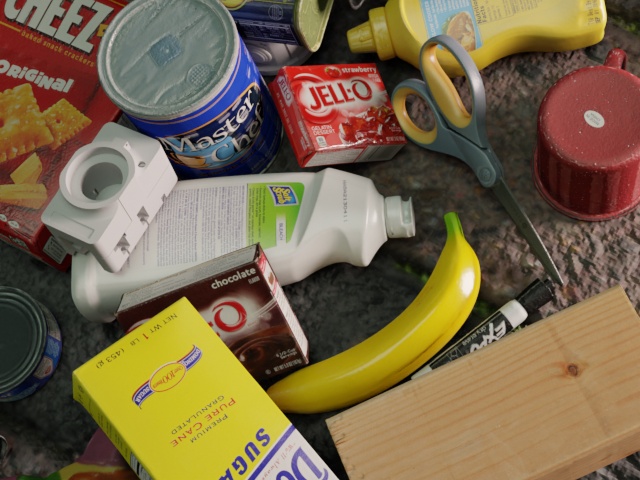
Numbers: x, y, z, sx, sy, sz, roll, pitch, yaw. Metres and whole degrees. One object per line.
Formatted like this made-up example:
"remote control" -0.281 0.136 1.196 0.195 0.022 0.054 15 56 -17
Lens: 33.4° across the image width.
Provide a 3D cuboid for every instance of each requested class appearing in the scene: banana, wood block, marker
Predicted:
"banana" 0.050 0.068 0.764 0.197 0.037 0.070 -43 46 -6
"wood block" 0.120 0.122 0.698 0.206 0.090 0.091 -25 66 3
"marker" 0.117 0.067 0.756 0.121 0.020 0.020 -38 67 -3

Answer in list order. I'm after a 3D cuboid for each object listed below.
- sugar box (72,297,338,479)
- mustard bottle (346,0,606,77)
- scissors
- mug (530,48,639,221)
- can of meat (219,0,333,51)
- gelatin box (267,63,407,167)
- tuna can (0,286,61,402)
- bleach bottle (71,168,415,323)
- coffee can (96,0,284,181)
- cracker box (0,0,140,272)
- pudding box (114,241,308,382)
"sugar box" -0.069 0.130 0.676 0.093 0.048 0.176 -36 71 -25
"mustard bottle" 0.115 -0.177 0.822 0.192 0.058 0.096 -13 76 8
"scissors" 0.110 -0.052 0.794 0.016 0.096 0.202 -22 92 -38
"mug" 0.199 -0.081 0.756 0.093 0.081 0.117 16 75 17
"can of meat" -0.036 -0.199 0.810 0.084 0.057 0.102 10 72 19
"gelatin box" 0.013 -0.096 0.803 0.089 0.030 0.073 -7 68 -34
"tuna can" -0.245 0.081 0.825 0.086 0.033 0.086 -4 70 11
"bleach bottle" -0.055 0.001 0.796 0.251 0.068 0.102 -5 69 9
"coffee can" -0.093 -0.109 0.801 0.103 0.140 0.103 -4 70 11
"cracker box" -0.227 -0.106 0.868 0.164 0.072 0.213 26 77 19
"pudding box" -0.076 0.063 0.760 0.113 0.090 0.039 -22 24 8
